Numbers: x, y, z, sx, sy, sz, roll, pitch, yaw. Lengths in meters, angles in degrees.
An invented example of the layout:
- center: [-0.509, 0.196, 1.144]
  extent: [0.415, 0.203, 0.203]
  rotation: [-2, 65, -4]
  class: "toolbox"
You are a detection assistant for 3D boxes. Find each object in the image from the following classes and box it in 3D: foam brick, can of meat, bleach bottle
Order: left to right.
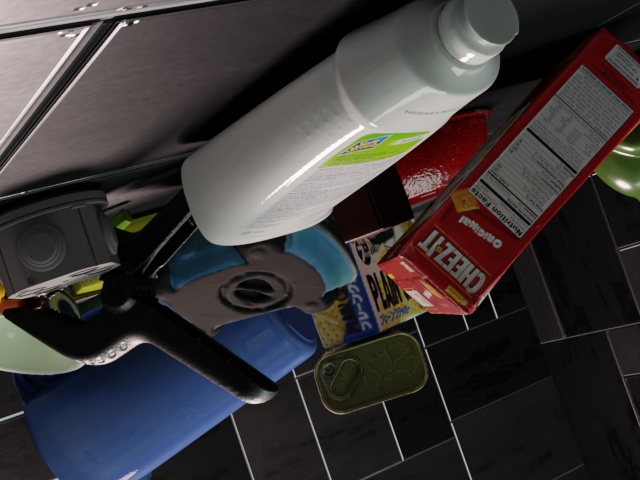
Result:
- center: [0.018, -0.064, 0.558]
  extent: [0.102, 0.068, 0.251]
  rotation: [-17, 174, -33]
  class: "bleach bottle"
- center: [0.030, -0.041, 0.845]
  extent: [0.051, 0.078, 0.052]
  rotation: [-23, 175, 35]
  class: "foam brick"
- center: [0.046, 0.122, 1.019]
  extent: [0.102, 0.057, 0.084]
  rotation: [-18, 180, 0]
  class: "can of meat"

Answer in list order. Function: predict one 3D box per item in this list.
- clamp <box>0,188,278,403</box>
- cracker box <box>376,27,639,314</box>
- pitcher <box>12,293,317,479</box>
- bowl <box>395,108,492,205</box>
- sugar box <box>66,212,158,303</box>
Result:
- center: [-0.120, 0.041, 0.703]
  extent: [0.210, 0.164, 0.036]
  rotation: [-16, 166, 22]
  class: "clamp"
- center: [0.143, -0.042, 0.796]
  extent: [0.213, 0.072, 0.164]
  rotation: [-48, 179, -4]
  class: "cracker box"
- center: [-0.133, 0.107, 0.923]
  extent: [0.243, 0.145, 0.149]
  rotation: [-34, 166, 12]
  class: "pitcher"
- center: [0.086, -0.065, 0.964]
  extent: [0.162, 0.055, 0.162]
  rotation: [-20, 176, -1]
  class: "bowl"
- center: [-0.177, 0.019, 0.922]
  extent: [0.093, 0.048, 0.176]
  rotation: [-18, 175, -20]
  class: "sugar box"
